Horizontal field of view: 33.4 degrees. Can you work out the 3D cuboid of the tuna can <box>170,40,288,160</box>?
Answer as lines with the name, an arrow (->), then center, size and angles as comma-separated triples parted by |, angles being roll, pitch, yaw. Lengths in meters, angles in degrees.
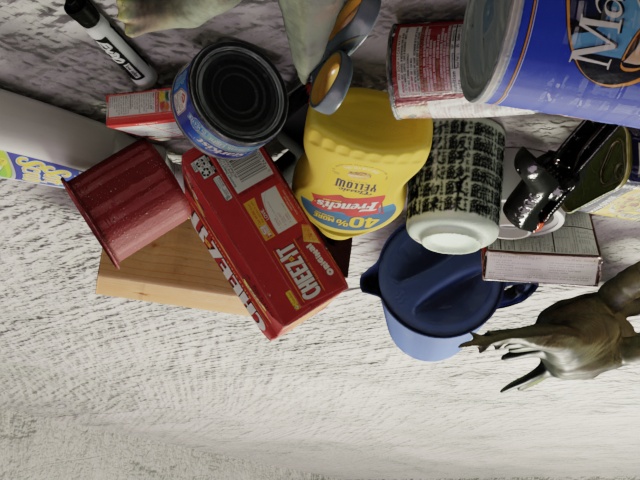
tuna can -> -0.068, -0.106, 0.806 | 0.086, 0.086, 0.034 | 16, 158, -27

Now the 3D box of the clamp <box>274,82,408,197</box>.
clamp -> 0.002, -0.082, 0.932 | 0.165, 0.036, 0.210 | 0, 158, 15

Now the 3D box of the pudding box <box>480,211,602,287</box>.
pudding box -> 0.213, 0.005, 1.047 | 0.113, 0.090, 0.039 | 2, 122, 6

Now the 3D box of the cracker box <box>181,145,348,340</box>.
cracker box -> -0.056, 0.001, 0.945 | 0.072, 0.164, 0.214 | -31, 176, -10

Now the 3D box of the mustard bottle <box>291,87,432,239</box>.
mustard bottle -> 0.026, -0.050, 0.878 | 0.096, 0.058, 0.192 | 9, 154, -5

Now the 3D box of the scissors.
scissors -> -0.006, -0.111, 0.773 | 0.016, 0.096, 0.202 | 21, 155, -14

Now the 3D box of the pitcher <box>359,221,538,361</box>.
pitcher -> 0.139, 0.065, 1.200 | 0.149, 0.145, 0.243 | 39, 170, 12

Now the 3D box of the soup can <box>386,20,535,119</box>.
soup can -> 0.102, -0.120, 0.743 | 0.102, 0.068, 0.068 | -1, 160, 17

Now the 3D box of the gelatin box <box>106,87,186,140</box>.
gelatin box -> -0.123, -0.105, 0.886 | 0.073, 0.030, 0.089 | -2, 176, 23

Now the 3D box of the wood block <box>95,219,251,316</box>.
wood block -> -0.144, 0.025, 1.210 | 0.206, 0.090, 0.091 | 9, 162, -10

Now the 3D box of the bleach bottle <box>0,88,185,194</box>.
bleach bottle -> -0.232, -0.083, 0.965 | 0.250, 0.068, 0.103 | 12, 158, -27

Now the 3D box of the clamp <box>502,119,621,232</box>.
clamp -> 0.179, -0.050, 0.845 | 0.120, 0.039, 0.172 | -24, 155, -25

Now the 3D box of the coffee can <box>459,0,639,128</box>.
coffee can -> 0.161, -0.118, 0.607 | 0.140, 0.103, 0.103 | 8, 161, -7

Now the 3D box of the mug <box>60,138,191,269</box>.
mug -> -0.166, -0.031, 0.937 | 0.081, 0.093, 0.117 | -33, 165, -12

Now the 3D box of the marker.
marker -> -0.157, -0.150, 0.806 | 0.020, 0.020, 0.121 | -1, 160, 18
